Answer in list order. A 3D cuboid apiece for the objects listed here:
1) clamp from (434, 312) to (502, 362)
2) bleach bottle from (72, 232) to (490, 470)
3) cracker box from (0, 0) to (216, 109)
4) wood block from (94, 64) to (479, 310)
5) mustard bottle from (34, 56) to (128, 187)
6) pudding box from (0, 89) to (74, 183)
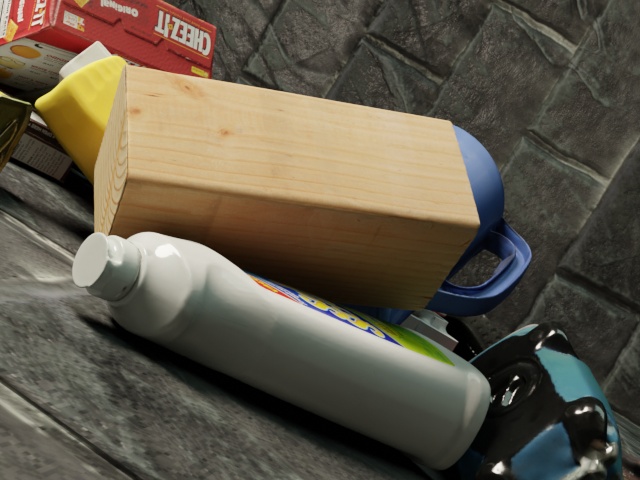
[{"bbox_3d":[0.124,0.079,1.063,0.210,0.036,0.164,35,-36,45],"label":"clamp"},{"bbox_3d":[-0.020,0.055,0.580,0.250,0.068,0.103,27,3,-41],"label":"bleach bottle"},{"bbox_3d":[-0.221,-0.163,0.919,0.214,0.072,0.163,-7,-17,41],"label":"cracker box"},{"bbox_3d":[-0.023,-0.026,0.634,0.205,0.091,0.090,7,49,-20],"label":"wood block"},{"bbox_3d":[-0.108,-0.031,0.726,0.191,0.058,0.096,55,17,-7],"label":"mustard bottle"},{"bbox_3d":[-0.257,-0.098,0.860,0.114,0.039,0.089,32,3,41],"label":"pudding box"}]
